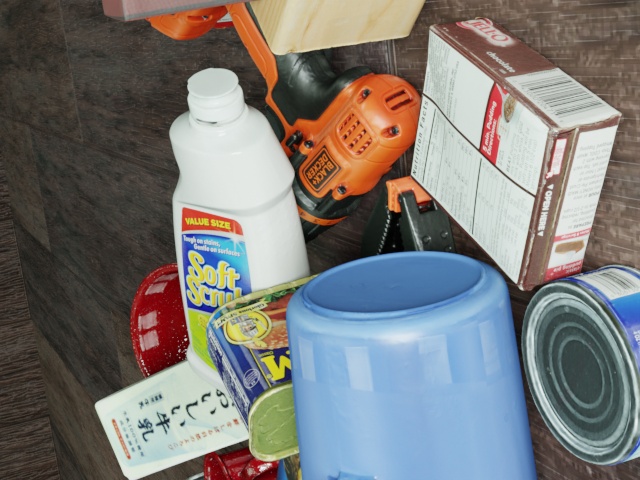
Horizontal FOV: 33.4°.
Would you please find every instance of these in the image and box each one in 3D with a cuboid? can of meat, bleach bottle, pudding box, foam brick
[{"bbox_3d":[-0.008,0.070,0.623,0.084,0.102,0.057,-125,27,-46],"label":"can of meat"},{"bbox_3d":[-0.054,0.001,0.672,0.103,0.068,0.251,28,143,31],"label":"bleach bottle"},{"bbox_3d":[0.088,-0.044,0.515,0.114,0.039,0.090,-125,31,-48],"label":"pudding box"},{"bbox_3d":[-0.078,-0.149,0.568,0.053,0.078,0.051,-151,50,-61],"label":"foam brick"}]

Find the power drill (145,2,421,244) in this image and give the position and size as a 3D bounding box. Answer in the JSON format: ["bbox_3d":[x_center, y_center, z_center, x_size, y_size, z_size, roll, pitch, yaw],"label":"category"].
[{"bbox_3d":[-0.033,-0.095,0.674,0.188,0.057,0.185,53,142,5],"label":"power drill"}]

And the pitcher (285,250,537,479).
[{"bbox_3d":[0.046,0.137,0.534,0.149,0.145,0.243,-132,32,-71],"label":"pitcher"}]

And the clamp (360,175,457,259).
[{"bbox_3d":[0.050,0.051,0.656,0.165,0.036,0.210,40,141,56],"label":"clamp"}]

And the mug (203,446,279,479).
[{"bbox_3d":[-0.045,0.207,0.904,0.117,0.081,0.093,106,145,-49],"label":"mug"}]

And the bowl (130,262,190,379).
[{"bbox_3d":[-0.093,0.090,0.947,0.162,0.055,0.162,13,113,33],"label":"bowl"}]
